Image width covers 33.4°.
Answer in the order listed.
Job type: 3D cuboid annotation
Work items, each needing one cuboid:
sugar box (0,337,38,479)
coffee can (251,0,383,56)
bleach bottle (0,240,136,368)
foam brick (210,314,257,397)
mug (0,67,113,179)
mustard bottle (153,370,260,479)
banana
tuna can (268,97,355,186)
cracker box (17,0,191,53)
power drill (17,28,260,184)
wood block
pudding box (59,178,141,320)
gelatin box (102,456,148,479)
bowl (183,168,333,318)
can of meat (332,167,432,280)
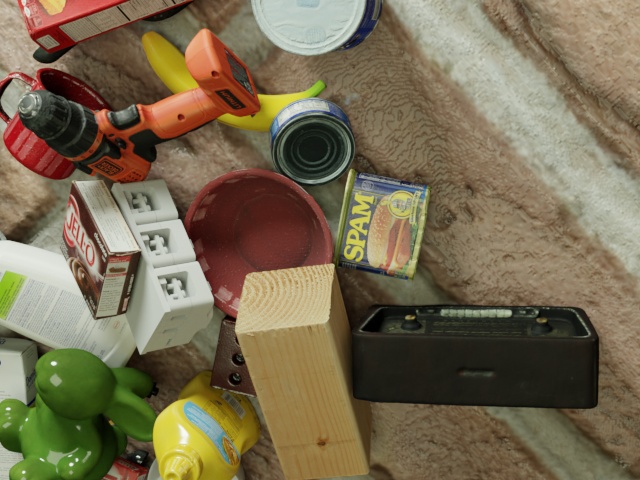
[{"bbox_3d":[-0.355,0.194,1.181,0.093,0.048,0.176,3,106,10],"label":"sugar box"},{"bbox_3d":[0.001,-0.226,0.997,0.103,0.140,0.103,2,102,9],"label":"coffee can"},{"bbox_3d":[-0.302,0.045,1.105,0.250,0.068,0.103,26,106,-16],"label":"bleach bottle"},{"bbox_3d":[-0.080,0.119,1.127,0.053,0.051,0.078,12,103,8],"label":"foam brick"},{"bbox_3d":[-0.281,-0.123,1.092,0.117,0.093,0.082,35,110,-15],"label":"mug"},{"bbox_3d":[-0.121,0.202,1.079,0.058,0.191,0.096,-39,93,15],"label":"mustard bottle"},{"bbox_3d":[-0.096,-0.154,1.086,0.198,0.037,0.069,17,85,5],"label":"banana"},{"bbox_3d":[-0.008,-0.097,1.062,0.086,0.034,0.086,-3,123,-5],"label":"tuna can"},{"bbox_3d":[-0.198,-0.297,1.021,0.214,0.072,0.164,-19,84,4],"label":"cracker box"},{"bbox_3d":[-0.165,-0.126,1.001,0.188,0.184,0.057,-24,69,15],"label":"power drill"},{"bbox_3d":[-0.012,0.134,1.057,0.091,0.090,0.206,-7,126,10],"label":"wood block"},{"bbox_3d":[-0.219,0.008,1.056,0.114,0.039,0.090,53,138,36],"label":"pudding box"},{"bbox_3d":[-0.240,0.276,1.166,0.073,0.030,0.089,23,94,13],"label":"gelatin box"},{"bbox_3d":[-0.057,0.001,1.092,0.162,0.055,0.162,4,105,16],"label":"bowl"},{"bbox_3d":[0.062,-0.015,1.073,0.084,0.057,0.102,11,104,5],"label":"can of meat"}]
